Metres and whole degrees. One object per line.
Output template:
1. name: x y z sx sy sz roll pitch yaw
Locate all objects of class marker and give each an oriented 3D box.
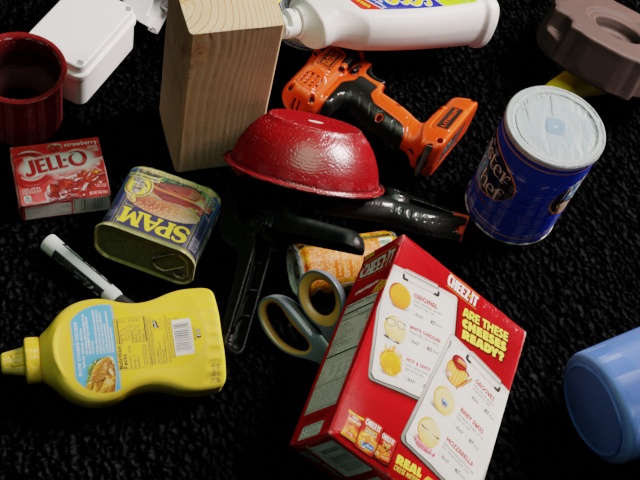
1. marker: -0.215 0.037 1.007 0.121 0.020 0.020 38 58 13

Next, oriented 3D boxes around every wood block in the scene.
1. wood block: -0.103 -0.168 1.052 0.090 0.206 0.090 -8 59 -17

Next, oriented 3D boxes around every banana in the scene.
1. banana: 0.280 -0.154 1.226 0.197 0.037 0.070 -35 68 -29

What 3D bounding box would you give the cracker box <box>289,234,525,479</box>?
1. cracker box: 0.082 0.130 0.946 0.164 0.072 0.213 38 52 -19

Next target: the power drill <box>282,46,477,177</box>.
1. power drill: 0.074 -0.164 1.179 0.188 0.057 0.184 31 53 11

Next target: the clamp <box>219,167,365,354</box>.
1. clamp: -0.057 0.001 1.023 0.164 0.036 0.210 -43 41 9

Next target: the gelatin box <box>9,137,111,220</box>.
1. gelatin box: -0.258 -0.062 1.056 0.089 0.030 0.073 -8 59 -17

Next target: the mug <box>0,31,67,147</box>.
1. mug: -0.311 -0.155 1.074 0.117 0.082 0.093 35 57 11

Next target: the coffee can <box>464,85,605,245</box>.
1. coffee can: 0.217 -0.075 1.098 0.102 0.140 0.103 6 56 -9

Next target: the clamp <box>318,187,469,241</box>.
1. clamp: 0.067 -0.032 1.072 0.171 0.039 0.120 15 21 -2

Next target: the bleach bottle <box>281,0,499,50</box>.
1. bleach bottle: 0.067 -0.245 1.167 0.250 0.068 0.103 -14 53 -28

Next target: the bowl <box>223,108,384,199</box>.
1. bowl: -0.011 -0.090 1.037 0.162 0.055 0.162 12 15 -3

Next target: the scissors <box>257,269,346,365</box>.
1. scissors: 0.029 0.106 0.984 0.202 0.096 0.016 38 16 15

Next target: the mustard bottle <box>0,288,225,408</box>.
1. mustard bottle: -0.185 0.099 0.948 0.191 0.058 0.096 -5 72 -15

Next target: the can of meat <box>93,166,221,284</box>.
1. can of meat: -0.155 -0.017 1.033 0.102 0.057 0.084 20 53 2
